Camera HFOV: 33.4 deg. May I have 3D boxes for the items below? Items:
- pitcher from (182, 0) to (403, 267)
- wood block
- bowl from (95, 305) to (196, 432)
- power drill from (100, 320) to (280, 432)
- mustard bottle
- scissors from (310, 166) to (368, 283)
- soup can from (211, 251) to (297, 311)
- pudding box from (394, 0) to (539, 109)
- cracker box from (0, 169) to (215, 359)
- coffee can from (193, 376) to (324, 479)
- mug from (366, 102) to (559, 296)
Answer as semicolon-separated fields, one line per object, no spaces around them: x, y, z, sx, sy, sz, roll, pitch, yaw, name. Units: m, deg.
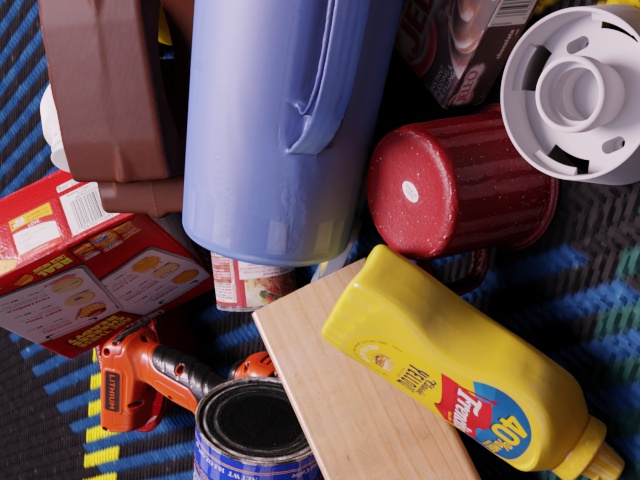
-0.016;-0.109;0.636;0.145;0.149;0.243;17;109;24;pitcher
0.041;0.128;0.717;0.206;0.090;0.091;64;180;20;wood block
-0.170;0.107;1.067;0.162;0.055;0.162;21;116;51;bowl
-0.106;0.162;0.944;0.188;0.057;0.184;17;114;25;power drill
0.095;0.083;0.632;0.191;0.058;0.096;34;152;5;mustard bottle
0.010;0.010;0.808;0.202;0.016;0.096;117;174;-71;scissors
-0.056;0.001;0.864;0.069;0.068;0.102;5;103;54;soup can
0.085;-0.151;0.645;0.090;0.039;0.114;57;140;30;pudding box
-0.197;0.017;0.902;0.072;0.164;0.213;66;-175;21;cracker box
-0.048;0.192;0.826;0.103;0.102;0.140;38;132;44;coffee can
0.082;-0.022;0.649;0.093;0.081;0.117;25;119;50;mug
